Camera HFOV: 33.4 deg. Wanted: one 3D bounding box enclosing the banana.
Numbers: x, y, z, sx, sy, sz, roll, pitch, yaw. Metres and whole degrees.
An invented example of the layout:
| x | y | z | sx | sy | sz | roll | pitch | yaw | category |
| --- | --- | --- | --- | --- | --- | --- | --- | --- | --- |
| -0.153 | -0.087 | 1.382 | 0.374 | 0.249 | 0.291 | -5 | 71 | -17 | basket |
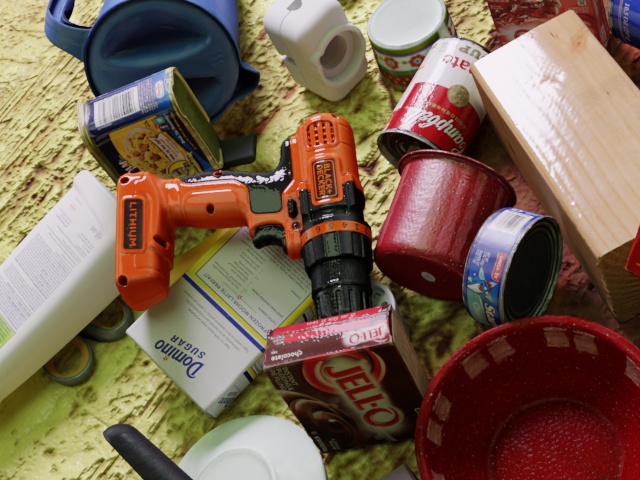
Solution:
| x | y | z | sx | sy | sz | roll | pitch | yaw | category |
| --- | --- | --- | --- | --- | --- | --- | --- | --- | --- |
| -0.077 | -0.006 | 0.896 | 0.198 | 0.037 | 0.070 | -35 | 51 | -1 | banana |

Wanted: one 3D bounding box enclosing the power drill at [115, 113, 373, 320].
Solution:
| x | y | z | sx | sy | sz | roll | pitch | yaw | category |
| --- | --- | --- | --- | --- | --- | --- | --- | --- | --- |
| -0.055 | 0.001 | 0.789 | 0.188 | 0.057 | 0.184 | -9 | 60 | 6 | power drill |

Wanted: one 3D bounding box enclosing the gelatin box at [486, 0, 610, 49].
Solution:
| x | y | z | sx | sy | sz | roll | pitch | yaw | category |
| --- | --- | --- | --- | --- | --- | --- | --- | --- | --- |
| 0.187 | -0.184 | 0.874 | 0.089 | 0.073 | 0.030 | 7 | 61 | 28 | gelatin box |

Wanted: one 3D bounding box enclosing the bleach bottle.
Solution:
| x | y | z | sx | sy | sz | roll | pitch | yaw | category |
| --- | --- | --- | --- | --- | --- | --- | --- | --- | --- |
| -0.253 | 0.061 | 0.896 | 0.251 | 0.068 | 0.103 | -45 | 51 | -4 | bleach bottle |

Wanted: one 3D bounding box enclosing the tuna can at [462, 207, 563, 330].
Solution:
| x | y | z | sx | sy | sz | roll | pitch | yaw | category |
| --- | --- | --- | --- | --- | --- | --- | --- | --- | --- |
| 0.135 | 0.021 | 0.746 | 0.034 | 0.086 | 0.086 | 18 | 66 | 35 | tuna can |

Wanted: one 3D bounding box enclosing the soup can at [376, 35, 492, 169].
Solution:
| x | y | z | sx | sy | sz | roll | pitch | yaw | category |
| --- | --- | --- | --- | --- | --- | --- | --- | --- | --- |
| 0.099 | -0.106 | 0.863 | 0.069 | 0.068 | 0.102 | 17 | 66 | 33 | soup can |

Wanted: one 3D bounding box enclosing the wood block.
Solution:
| x | y | z | sx | sy | sz | roll | pitch | yaw | category |
| --- | --- | --- | --- | --- | --- | --- | --- | --- | --- |
| 0.197 | -0.058 | 0.769 | 0.090 | 0.090 | 0.206 | -28 | 50 | 5 | wood block |

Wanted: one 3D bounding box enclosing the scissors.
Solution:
| x | y | z | sx | sy | sz | roll | pitch | yaw | category |
| --- | --- | --- | --- | --- | --- | --- | --- | --- | --- |
| -0.253 | 0.075 | 0.937 | 0.202 | 0.016 | 0.096 | 4 | 59 | 28 | scissors |

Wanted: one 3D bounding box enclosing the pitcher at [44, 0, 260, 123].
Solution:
| x | y | z | sx | sy | sz | roll | pitch | yaw | category |
| --- | --- | --- | --- | --- | --- | --- | --- | --- | --- |
| -0.146 | -0.215 | 0.984 | 0.145 | 0.149 | 0.243 | -26 | 34 | 16 | pitcher |

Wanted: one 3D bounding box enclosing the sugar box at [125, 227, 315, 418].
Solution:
| x | y | z | sx | sy | sz | roll | pitch | yaw | category |
| --- | --- | --- | --- | --- | --- | --- | --- | --- | --- |
| -0.055 | 0.043 | 0.832 | 0.093 | 0.048 | 0.176 | 42 | 83 | 17 | sugar box |

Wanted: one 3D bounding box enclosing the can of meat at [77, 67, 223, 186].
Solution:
| x | y | z | sx | sy | sz | roll | pitch | yaw | category |
| --- | --- | --- | --- | --- | --- | --- | --- | --- | --- |
| -0.138 | -0.086 | 0.879 | 0.084 | 0.102 | 0.057 | -20 | 51 | 11 | can of meat |

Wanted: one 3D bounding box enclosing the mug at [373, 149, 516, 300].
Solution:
| x | y | z | sx | sy | sz | roll | pitch | yaw | category |
| --- | --- | --- | --- | --- | --- | --- | --- | --- | --- |
| 0.081 | -0.007 | 0.797 | 0.117 | 0.093 | 0.081 | -8 | 55 | 53 | mug |

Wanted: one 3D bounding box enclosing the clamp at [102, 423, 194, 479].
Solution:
| x | y | z | sx | sy | sz | roll | pitch | yaw | category |
| --- | --- | --- | --- | --- | --- | --- | --- | --- | --- |
| -0.067 | 0.203 | 0.721 | 0.210 | 0.036 | 0.164 | -6 | 80 | 18 | clamp |

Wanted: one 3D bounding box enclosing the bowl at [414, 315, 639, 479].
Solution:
| x | y | z | sx | sy | sz | roll | pitch | yaw | category |
| --- | --- | --- | --- | --- | --- | --- | --- | --- | --- |
| 0.145 | 0.130 | 0.684 | 0.162 | 0.055 | 0.162 | -13 | 53 | 17 | bowl |

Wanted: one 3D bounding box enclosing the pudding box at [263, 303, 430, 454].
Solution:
| x | y | z | sx | sy | sz | roll | pitch | yaw | category |
| --- | --- | --- | --- | --- | --- | --- | --- | --- | --- |
| 0.023 | 0.097 | 0.727 | 0.090 | 0.113 | 0.039 | -13 | 47 | 17 | pudding box |
